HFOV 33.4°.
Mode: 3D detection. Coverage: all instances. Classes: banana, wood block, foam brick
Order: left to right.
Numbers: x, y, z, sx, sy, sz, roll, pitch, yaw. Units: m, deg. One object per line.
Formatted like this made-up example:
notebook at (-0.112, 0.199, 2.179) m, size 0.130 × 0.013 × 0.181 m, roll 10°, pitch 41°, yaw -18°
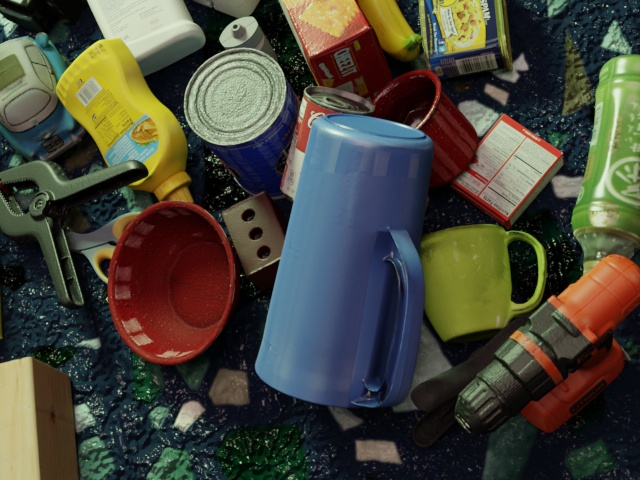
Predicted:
wood block at (-0.293, 0.230, 1.034) m, size 0.090 × 0.090 × 0.206 m, roll -14°, pitch 67°, yaw 10°
foam brick at (-0.057, 0.001, 1.070) m, size 0.053 × 0.051 × 0.078 m, roll -27°, pitch 66°, yaw 5°
banana at (0.068, -0.250, 1.118) m, size 0.037 × 0.070 × 0.198 m, roll -7°, pitch 53°, yaw -22°

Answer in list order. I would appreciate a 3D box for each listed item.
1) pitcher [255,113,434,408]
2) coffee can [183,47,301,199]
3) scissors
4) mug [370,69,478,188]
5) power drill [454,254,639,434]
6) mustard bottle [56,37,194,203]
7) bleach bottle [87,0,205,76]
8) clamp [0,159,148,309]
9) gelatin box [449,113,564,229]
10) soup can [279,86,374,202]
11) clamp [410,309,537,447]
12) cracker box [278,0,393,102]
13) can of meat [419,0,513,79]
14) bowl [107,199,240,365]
pitcher at (0.032, 0.020, 0.936) m, size 0.149 × 0.145 × 0.243 m, roll 13°, pitch 105°, yaw 11°
coffee can at (-0.063, -0.113, 1.064) m, size 0.103 × 0.140 × 0.103 m, roll -5°, pitch 70°, yaw 14°
scissors at (-0.251, -0.012, 1.151) m, size 0.202 × 0.016 × 0.096 m, roll 29°, pitch 79°, yaw 23°
mug at (0.100, -0.113, 1.040) m, size 0.093 × 0.081 × 0.117 m, roll -21°, pitch 44°, yaw 34°
power drill at (0.193, 0.106, 0.887) m, size 0.184 × 0.187 × 0.057 m, roll -40°, pitch 67°, yaw -3°
mustard bottle at (-0.195, -0.112, 1.128) m, size 0.096 × 0.058 × 0.191 m, roll -38°, pitch 85°, yaw 31°
bleach bottle at (-0.223, -0.313, 1.185) m, size 0.102 × 0.068 × 0.251 m, roll -25°, pitch 83°, yaw 7°
clamp at (-0.286, -0.022, 1.126) m, size 0.210 × 0.036 × 0.164 m, roll 13°, pitch 78°, yaw 34°
gelatin box at (0.181, -0.067, 1.039) m, size 0.073 × 0.030 × 0.089 m, roll 38°, pitch 85°, yaw 23°
soup can at (0.005, -0.086, 1.008) m, size 0.069 × 0.068 × 0.102 m, roll 25°, pitch 114°, yaw 22°
clamp at (0.145, 0.122, 0.957) m, size 0.171 × 0.120 × 0.039 m, roll -29°, pitch 69°, yaw -19°
cracker box at (-0.002, -0.240, 1.080) m, size 0.072 × 0.164 × 0.214 m, roll -25°, pitch 66°, yaw 4°
can of meat at (0.148, -0.217, 1.088) m, size 0.084 × 0.057 × 0.102 m, roll -8°, pitch 69°, yaw 15°
bowl at (-0.134, 0.043, 1.060) m, size 0.162 × 0.055 × 0.162 m, roll -4°, pitch 82°, yaw 32°
